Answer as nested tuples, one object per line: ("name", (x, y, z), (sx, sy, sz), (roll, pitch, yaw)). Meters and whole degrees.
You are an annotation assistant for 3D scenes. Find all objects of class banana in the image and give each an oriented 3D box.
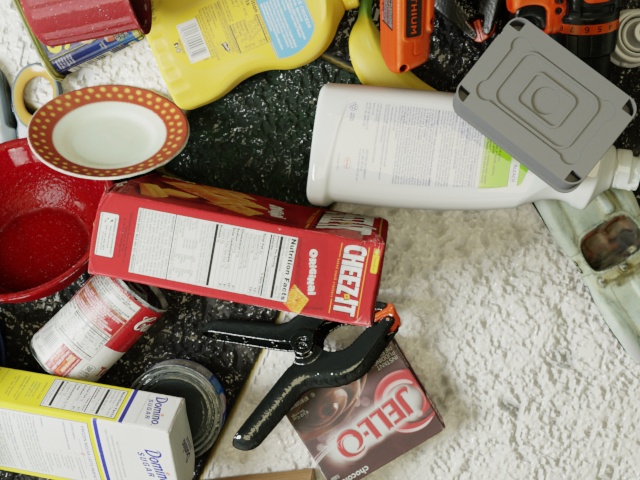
("banana", (0.093, -0.122, 0.885), (0.198, 0.037, 0.070), (38, 99, 0))

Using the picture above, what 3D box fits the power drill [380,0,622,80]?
("power drill", (0.141, -0.177, 0.825), (0.187, 0.057, 0.184), (-8, 114, -9))

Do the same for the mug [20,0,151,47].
("mug", (-0.184, -0.203, 0.808), (0.081, 0.117, 0.093), (-11, 52, 5))

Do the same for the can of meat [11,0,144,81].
("can of meat", (-0.204, -0.196, 0.889), (0.084, 0.057, 0.102), (-24, 94, 3))

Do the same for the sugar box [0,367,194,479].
("sugar box", (-0.195, 0.160, 0.884), (0.176, 0.048, 0.093), (7, 130, 10))

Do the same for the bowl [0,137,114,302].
("bowl", (-0.240, -0.007, 0.874), (0.162, 0.055, 0.162), (-4, 55, 5))

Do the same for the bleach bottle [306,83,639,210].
("bleach bottle", (0.120, -0.062, 0.837), (0.251, 0.068, 0.102), (8, 97, 9))

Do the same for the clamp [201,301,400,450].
("clamp", (-0.013, 0.103, 0.887), (0.171, 0.039, 0.120), (-17, 67, 12))

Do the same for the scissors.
("scissors", (-0.249, -0.065, 0.925), (0.096, 0.016, 0.202), (-20, 94, 5))

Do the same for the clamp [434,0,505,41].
("clamp", (0.092, -0.261, 0.863), (0.165, 0.036, 0.210), (-7, 104, 26))

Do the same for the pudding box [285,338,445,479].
("pudding box", (0.036, 0.148, 0.914), (0.113, 0.039, 0.090), (-32, 92, 6))

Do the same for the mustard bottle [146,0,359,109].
("mustard bottle", (-0.045, -0.184, 0.878), (0.191, 0.058, 0.096), (-21, 93, 6))

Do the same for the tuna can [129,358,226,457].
("tuna can", (-0.125, 0.147, 0.927), (0.086, 0.033, 0.086), (0, 95, 4))

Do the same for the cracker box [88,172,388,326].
("cracker box", (-0.056, 0.001, 0.844), (0.213, 0.164, 0.072), (10, 98, 3))

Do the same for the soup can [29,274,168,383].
("soup can", (-0.189, 0.070, 0.908), (0.068, 0.068, 0.102), (45, 97, -1))
